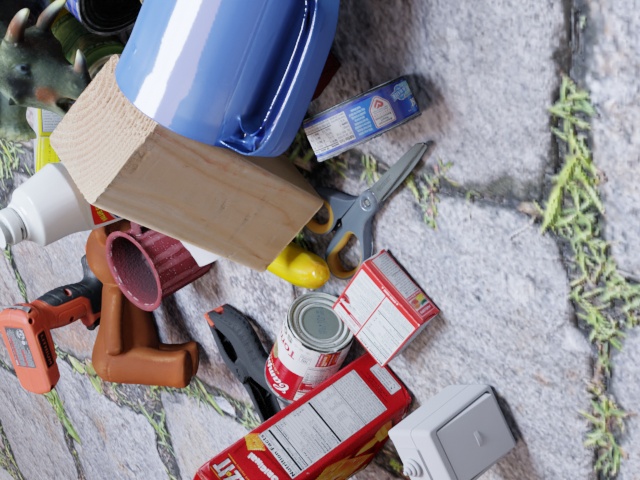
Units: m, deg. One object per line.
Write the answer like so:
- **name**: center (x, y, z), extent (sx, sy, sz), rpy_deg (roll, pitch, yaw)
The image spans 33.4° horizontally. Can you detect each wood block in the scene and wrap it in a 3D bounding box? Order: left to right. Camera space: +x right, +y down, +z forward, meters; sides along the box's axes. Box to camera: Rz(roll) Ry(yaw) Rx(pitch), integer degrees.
- **wood block**: center (-0.105, -0.057, 0.877), extent (0.090, 0.205, 0.091), rpy_deg (-49, 53, 12)

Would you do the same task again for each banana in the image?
- **banana**: center (-0.049, 0.007, 1.003), extent (0.198, 0.037, 0.069), rpy_deg (31, 177, 40)

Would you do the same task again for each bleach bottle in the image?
- **bleach bottle**: center (-0.179, -0.055, 0.951), extent (0.068, 0.250, 0.103), rpy_deg (49, 145, 15)

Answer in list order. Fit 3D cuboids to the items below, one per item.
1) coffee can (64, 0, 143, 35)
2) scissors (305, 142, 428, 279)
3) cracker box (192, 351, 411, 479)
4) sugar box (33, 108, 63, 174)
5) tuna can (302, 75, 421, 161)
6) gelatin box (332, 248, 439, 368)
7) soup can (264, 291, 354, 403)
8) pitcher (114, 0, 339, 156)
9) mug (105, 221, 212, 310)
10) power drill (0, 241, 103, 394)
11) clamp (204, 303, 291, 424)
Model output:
- **coffee can**: center (-0.219, -0.269, 0.971), extent (0.140, 0.102, 0.103), rpy_deg (44, 144, 22)
- **scissors**: center (0.028, -0.042, 0.904), extent (0.096, 0.016, 0.202), rpy_deg (45, 144, 20)
- **cracker box**: center (-0.028, 0.214, 0.995), extent (0.072, 0.213, 0.164), rpy_deg (48, 145, 17)
- **sugar box**: center (-0.282, -0.144, 1.133), extent (0.093, 0.048, 0.176), rpy_deg (111, 155, -50)
- **tuna can**: center (0.030, -0.092, 0.800), extent (0.086, 0.086, 0.034), rpy_deg (-15, 101, 56)
- **gelatin box**: center (0.055, 0.060, 0.935), extent (0.073, 0.030, 0.089), rpy_deg (49, 145, 13)
- **soup can**: center (-0.010, 0.104, 1.019), extent (0.068, 0.068, 0.102), rpy_deg (46, 145, 19)
- **pitcher**: center (-0.039, -0.186, 0.732), extent (0.149, 0.144, 0.243), rpy_deg (28, 121, 2)
- **mug**: center (-0.171, 0.006, 1.138), extent (0.093, 0.081, 0.117), rpy_deg (19, 129, 41)
- **power drill**: center (-0.281, 0.105, 1.269), extent (0.057, 0.187, 0.184), rpy_deg (-3, 112, 36)
- **clamp**: center (-0.067, 0.134, 1.129), extent (0.171, 0.039, 0.120), rpy_deg (55, 146, 15)
